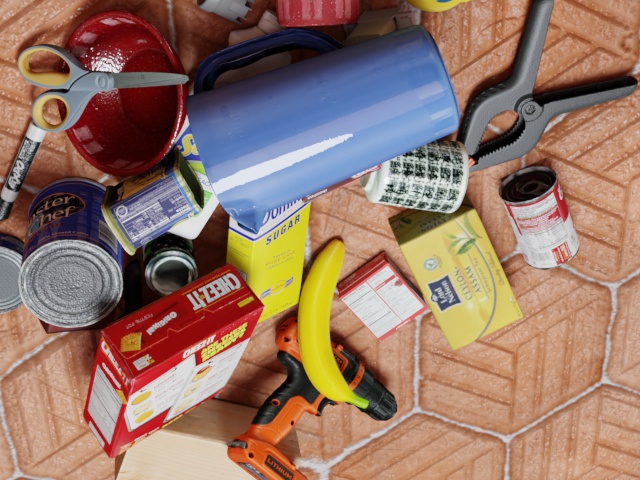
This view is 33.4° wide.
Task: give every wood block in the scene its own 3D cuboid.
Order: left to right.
[{"bbox_3d":[-0.138,0.253,1.300,0.205,0.090,0.091,15,115,-17],"label":"wood block"}]

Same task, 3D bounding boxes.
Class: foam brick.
[{"bbox_3d":[-0.270,0.065,1.178,0.078,0.053,0.051,-3,124,-37],"label":"foam brick"}]

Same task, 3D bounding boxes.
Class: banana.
[{"bbox_3d":[0.007,0.100,1.229,0.069,0.037,0.198,-8,90,-15],"label":"banana"}]

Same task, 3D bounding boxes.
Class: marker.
[{"bbox_3d":[-0.319,-0.071,1.126,0.020,0.020,0.121,21,113,-21],"label":"marker"}]

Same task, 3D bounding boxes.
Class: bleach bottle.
[{"bbox_3d":[-0.112,-0.128,1.108,0.102,0.068,0.251,25,109,-21],"label":"bleach bottle"}]

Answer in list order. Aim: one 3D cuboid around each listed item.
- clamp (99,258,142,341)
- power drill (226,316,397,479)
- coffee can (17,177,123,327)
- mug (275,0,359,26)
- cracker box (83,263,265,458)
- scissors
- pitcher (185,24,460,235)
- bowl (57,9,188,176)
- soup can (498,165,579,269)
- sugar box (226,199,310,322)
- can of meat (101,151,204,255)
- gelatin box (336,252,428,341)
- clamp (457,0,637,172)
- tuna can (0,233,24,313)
[{"bbox_3d":[-0.209,0.095,1.227,0.120,0.039,0.172,35,108,-27],"label":"clamp"},{"bbox_3d":[-0.011,0.211,1.262,0.184,0.057,0.187,39,64,-16],"label":"power drill"},{"bbox_3d":[-0.257,0.010,1.112,0.102,0.140,0.103,-4,120,-8],"label":"coffee can"},{"bbox_3d":[0.002,-0.252,1.039,0.093,0.117,0.081,5,106,31],"label":"mug"},{"bbox_3d":[-0.164,0.131,1.148,0.163,0.072,0.214,-29,160,-31],"label":"cracker box"},{"bbox_3d":[-0.216,-0.138,1.038,0.202,0.016,0.096,19,113,24],"label":"scissors"},{"bbox_3d":[-0.001,-0.124,1.015,0.243,0.145,0.149,-20,115,3],"label":"pitcher"},{"bbox_3d":[-0.185,-0.146,1.060,0.162,0.055,0.162,6,102,31],"label":"bowl"},{"bbox_3d":[0.253,-0.025,1.227,0.068,0.068,0.102,-25,121,4],"label":"soup can"},{"bbox_3d":[-0.058,0.002,1.174,0.093,0.048,0.176,-26,135,-44],"label":"sugar box"},{"bbox_3d":[-0.163,-0.040,1.049,0.084,0.102,0.057,-29,109,3],"label":"can of meat"},{"bbox_3d":[0.073,0.067,1.269,0.073,0.030,0.089,-36,118,12],"label":"gelatin box"},{"bbox_3d":[0.235,-0.149,1.172,0.164,0.036,0.210,30,112,-23],"label":"clamp"},{"bbox_3d":[-0.356,0.036,1.171,0.086,0.034,0.086,-4,120,-8],"label":"tuna can"}]
